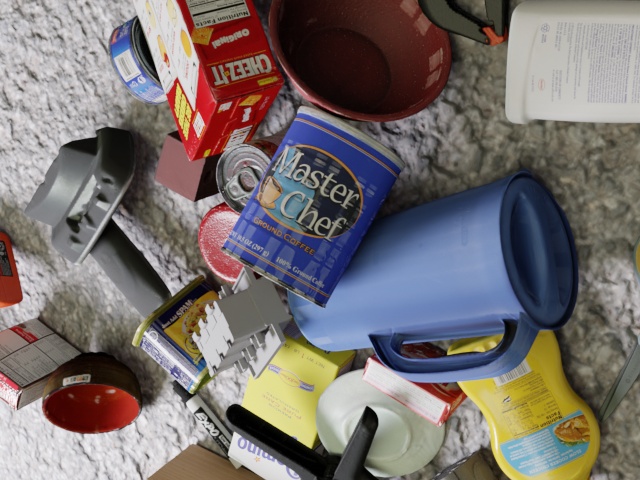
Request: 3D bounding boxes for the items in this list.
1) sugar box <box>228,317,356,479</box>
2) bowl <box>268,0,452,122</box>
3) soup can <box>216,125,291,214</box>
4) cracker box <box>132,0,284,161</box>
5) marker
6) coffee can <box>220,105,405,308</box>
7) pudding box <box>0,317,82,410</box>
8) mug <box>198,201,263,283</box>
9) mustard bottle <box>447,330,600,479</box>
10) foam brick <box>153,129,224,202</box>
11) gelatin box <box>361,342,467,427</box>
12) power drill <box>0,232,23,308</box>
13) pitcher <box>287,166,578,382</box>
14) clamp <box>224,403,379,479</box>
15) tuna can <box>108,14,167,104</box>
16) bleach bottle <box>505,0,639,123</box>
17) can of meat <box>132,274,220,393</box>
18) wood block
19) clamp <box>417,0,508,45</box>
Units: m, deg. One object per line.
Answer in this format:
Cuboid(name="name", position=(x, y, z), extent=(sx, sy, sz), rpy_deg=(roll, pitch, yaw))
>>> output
Cuboid(name="sugar box", position=(-0.033, 0.172, 1.109), extent=(0.093, 0.048, 0.176), rpy_deg=(27, 117, 21))
Cuboid(name="bowl", position=(0.028, -0.160, 0.913), extent=(0.162, 0.161, 0.055), rpy_deg=(49, 153, 8))
Cuboid(name="soup can", position=(-0.041, -0.068, 0.997), extent=(0.069, 0.102, 0.068), rpy_deg=(11, 112, 28))
Cuboid(name="cracker box", position=(-0.110, -0.199, 0.945), extent=(0.164, 0.072, 0.214), rpy_deg=(137, 114, -71))
Cuboid(name="marker", position=(-0.124, 0.202, 1.190), extent=(0.121, 0.020, 0.020), rpy_deg=(50, 124, 7))
Cuboid(name="coffee can", position=(-0.006, -0.028, 0.901), extent=(0.103, 0.102, 0.140), rpy_deg=(29, 88, 20))
Cuboid(name="pudding box", position=(-0.344, 0.142, 1.246), extent=(0.090, 0.113, 0.039), rpy_deg=(34, 120, 18))
Cuboid(name="mug", position=(-0.057, 0.001, 1.043), extent=(0.117, 0.081, 0.093), rpy_deg=(42, 123, 12))
Cuboid(name="mustard bottle", position=(0.195, 0.164, 0.957), extent=(0.096, 0.058, 0.191), rpy_deg=(-26, 93, 9))
Cuboid(name="foam brick", position=(-0.116, -0.079, 1.053), extent=(0.051, 0.078, 0.053), rpy_deg=(31, 120, 20))
Cuboid(name="gelatin box", position=(0.095, 0.127, 0.999), extent=(0.089, 0.073, 0.030), rpy_deg=(29, 120, 20))
Cuboid(name="power drill", position=(-0.435, 0.085, 1.286), extent=(0.188, 0.057, 0.184), rpy_deg=(-35, 65, 31))
Cuboid(name="pitcher", position=(0.090, 0.039, 0.934), extent=(0.243, 0.149, 0.145), rpy_deg=(-15, 98, 37))
Cuboid(name="clamp", position=(0.003, 0.230, 1.063), extent=(0.165, 0.036, 0.210), rpy_deg=(2, 134, 26))
Cuboid(name="tuna can", position=(-0.164, -0.179, 1.043), extent=(0.034, 0.086, 0.086), rpy_deg=(-22, 94, 33))
Cuboid(name="bleach bottle", position=(0.272, -0.129, 0.813), extent=(0.251, 0.068, 0.102), rpy_deg=(9, 111, 26))
Cuboid(name="can of meat", position=(-0.128, 0.098, 1.108), extent=(0.084, 0.101, 0.058), rpy_deg=(41, 139, 10))
Cuboid(name="wood block", position=(-0.086, 0.316, 1.164), extent=(0.206, 0.090, 0.090), rpy_deg=(21, 117, 24))
Cuboid(name="clamp", position=(0.095, -0.232, 0.895), extent=(0.120, 0.039, 0.171), rpy_deg=(-24, 93, 32))
